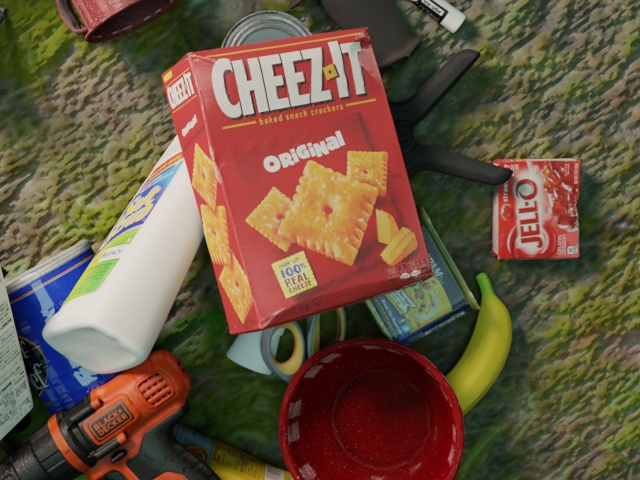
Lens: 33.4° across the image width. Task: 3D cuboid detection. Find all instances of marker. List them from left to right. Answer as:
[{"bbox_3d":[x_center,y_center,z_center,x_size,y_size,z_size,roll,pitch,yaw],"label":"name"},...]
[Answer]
[{"bbox_3d":[0.072,-0.222,0.922,0.121,0.020,0.020,35,95,-5],"label":"marker"}]

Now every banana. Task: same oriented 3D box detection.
[{"bbox_3d":[0.114,0.126,0.965,0.070,0.037,0.198,38,92,24],"label":"banana"}]

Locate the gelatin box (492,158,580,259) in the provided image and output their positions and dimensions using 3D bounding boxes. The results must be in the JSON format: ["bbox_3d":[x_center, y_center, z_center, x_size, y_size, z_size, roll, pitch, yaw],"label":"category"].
[{"bbox_3d":[0.191,-0.027,0.946,0.073,0.030,0.089,0,97,-1],"label":"gelatin box"}]

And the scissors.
[{"bbox_3d":[-0.021,0.146,0.953,0.096,0.016,0.202,5,99,-36],"label":"scissors"}]

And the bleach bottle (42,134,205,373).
[{"bbox_3d":[-0.129,-0.016,0.875,0.068,0.103,0.250,39,57,-24],"label":"bleach bottle"}]

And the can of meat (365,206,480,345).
[{"bbox_3d":[0.078,0.035,0.933,0.084,0.057,0.102,-30,85,5],"label":"can of meat"}]

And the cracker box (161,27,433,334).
[{"bbox_3d":[-0.015,-0.050,0.842,0.163,0.072,0.214,-14,89,-28],"label":"cracker box"}]

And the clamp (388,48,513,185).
[{"bbox_3d":[0.075,-0.099,0.927,0.171,0.039,0.120,-6,80,6],"label":"clamp"}]

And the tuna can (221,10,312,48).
[{"bbox_3d":[-0.043,-0.154,0.922,0.086,0.034,0.086,0,98,-2],"label":"tuna can"}]

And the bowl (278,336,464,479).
[{"bbox_3d":[0.047,0.161,0.926,0.162,0.055,0.162,1,93,14],"label":"bowl"}]

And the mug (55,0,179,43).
[{"bbox_3d":[-0.180,-0.217,0.890,0.117,0.093,0.081,-26,94,38],"label":"mug"}]

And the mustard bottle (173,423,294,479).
[{"bbox_3d":[-0.106,0.202,0.936,0.191,0.096,0.058,26,99,-5],"label":"mustard bottle"}]

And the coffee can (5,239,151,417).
[{"bbox_3d":[-0.210,0.085,0.915,0.103,0.103,0.140,-28,98,2],"label":"coffee can"}]

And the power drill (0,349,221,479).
[{"bbox_3d":[-0.147,0.206,0.853,0.184,0.057,0.187,-35,99,1],"label":"power drill"}]
